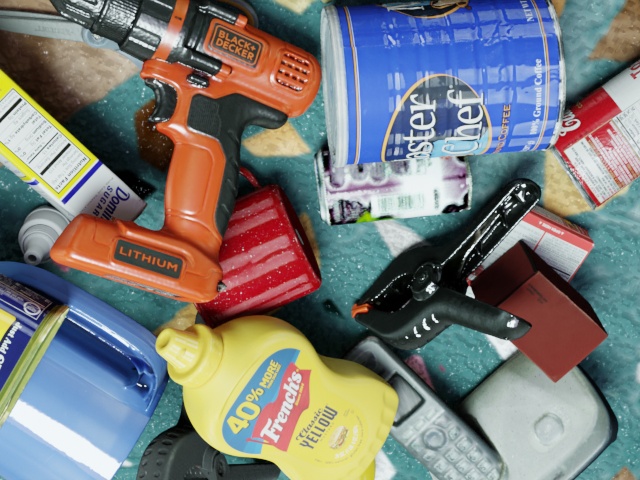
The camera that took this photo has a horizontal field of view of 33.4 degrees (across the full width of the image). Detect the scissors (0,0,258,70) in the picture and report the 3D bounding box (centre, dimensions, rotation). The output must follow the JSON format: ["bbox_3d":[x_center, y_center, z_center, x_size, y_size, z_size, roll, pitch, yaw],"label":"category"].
[{"bbox_3d":[-0.140,-0.123,0.727,0.202,0.016,0.096,-7,114,3],"label":"scissors"}]

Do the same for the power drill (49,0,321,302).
[{"bbox_3d":[-0.103,-0.066,0.665,0.184,0.057,0.187,20,81,-20],"label":"power drill"}]

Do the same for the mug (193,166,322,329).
[{"bbox_3d":[-0.055,0.001,0.751,0.081,0.093,0.117,-24,77,5],"label":"mug"}]

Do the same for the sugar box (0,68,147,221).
[{"bbox_3d":[-0.198,-0.070,0.706,0.176,0.093,0.048,42,80,-19],"label":"sugar box"}]

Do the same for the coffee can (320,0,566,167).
[{"bbox_3d":[0.074,-0.103,0.685,0.140,0.103,0.103,-4,114,-3],"label":"coffee can"}]

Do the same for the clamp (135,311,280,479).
[{"bbox_3d":[-0.082,0.167,0.763,0.036,0.209,0.164,-8,121,21],"label":"clamp"}]

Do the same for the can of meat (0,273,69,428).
[{"bbox_3d":[-0.221,0.066,0.668,0.084,0.057,0.102,30,95,-5],"label":"can of meat"}]

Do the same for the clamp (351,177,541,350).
[{"bbox_3d":[0.087,0.039,0.741,0.039,0.120,0.172,33,134,-22],"label":"clamp"}]

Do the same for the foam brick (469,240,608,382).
[{"bbox_3d":[0.154,0.050,0.753,0.078,0.051,0.053,42,106,-19],"label":"foam brick"}]

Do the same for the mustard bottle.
[{"bbox_3d":[-0.035,0.104,0.729,0.191,0.058,0.096,34,92,-37],"label":"mustard bottle"}]

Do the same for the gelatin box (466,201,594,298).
[{"bbox_3d":[0.145,0.018,0.785,0.073,0.030,0.089,24,112,-12],"label":"gelatin box"}]

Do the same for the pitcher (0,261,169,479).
[{"bbox_3d":[-0.232,0.078,0.755,0.242,0.145,0.149,35,83,-12],"label":"pitcher"}]
